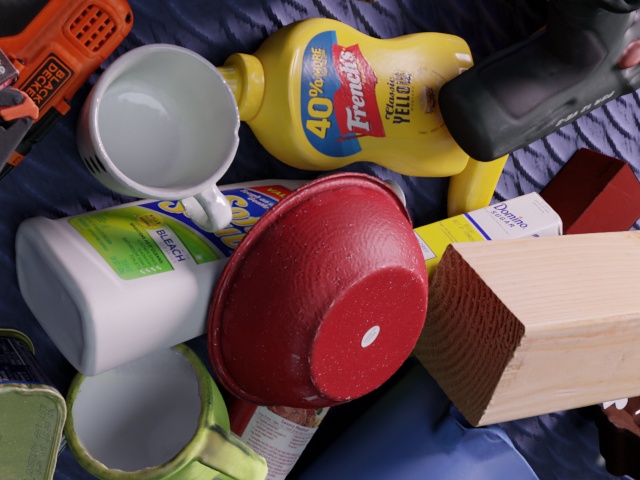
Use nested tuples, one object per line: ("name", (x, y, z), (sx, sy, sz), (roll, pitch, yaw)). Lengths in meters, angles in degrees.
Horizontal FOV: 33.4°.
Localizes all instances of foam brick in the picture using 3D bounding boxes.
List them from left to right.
("foam brick", (0.209, -0.024, 0.835), (0.078, 0.053, 0.051), (-47, 124, -7))

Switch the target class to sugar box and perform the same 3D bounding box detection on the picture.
("sugar box", (0.088, 0.032, 0.771), (0.176, 0.048, 0.093), (-16, 135, -19))

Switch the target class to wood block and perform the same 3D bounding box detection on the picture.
("wood block", (0.177, 0.057, 0.752), (0.205, 0.091, 0.090), (-4, 128, -33))

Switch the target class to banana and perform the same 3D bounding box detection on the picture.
("banana", (0.144, -0.092, 0.781), (0.069, 0.037, 0.198), (38, 87, -35))

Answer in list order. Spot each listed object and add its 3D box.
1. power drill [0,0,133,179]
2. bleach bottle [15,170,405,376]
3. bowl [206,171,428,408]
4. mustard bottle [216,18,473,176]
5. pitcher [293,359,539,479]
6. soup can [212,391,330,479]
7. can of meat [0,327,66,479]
("power drill", (-0.216, -0.110, 0.551), (0.184, 0.057, 0.187), (-49, 126, -3))
("bleach bottle", (-0.054, 0.001, 0.673), (0.250, 0.103, 0.068), (-19, 136, -33))
("bowl", (0.013, 0.043, 0.642), (0.161, 0.055, 0.162), (-23, 130, -31))
("mustard bottle", (0.010, -0.093, 0.687), (0.191, 0.058, 0.096), (1, 92, -30))
("pitcher", (0.034, 0.211, 0.779), (0.242, 0.145, 0.149), (-40, 115, -5))
("soup can", (-0.042, 0.134, 0.736), (0.068, 0.069, 0.102), (27, 94, -35))
("can of meat", (-0.192, 0.114, 0.630), (0.057, 0.084, 0.102), (6, 105, -32))
